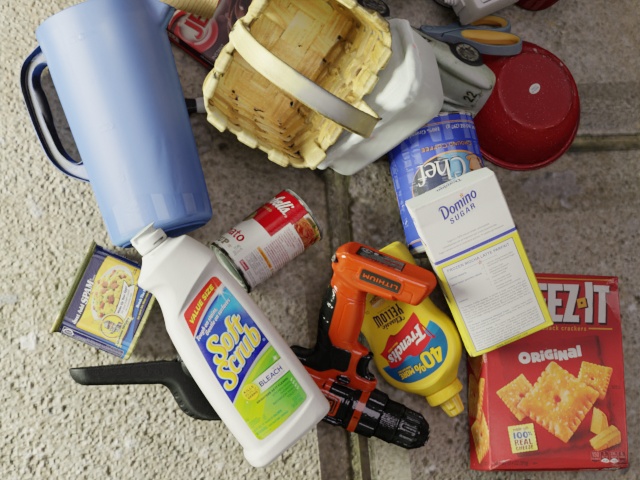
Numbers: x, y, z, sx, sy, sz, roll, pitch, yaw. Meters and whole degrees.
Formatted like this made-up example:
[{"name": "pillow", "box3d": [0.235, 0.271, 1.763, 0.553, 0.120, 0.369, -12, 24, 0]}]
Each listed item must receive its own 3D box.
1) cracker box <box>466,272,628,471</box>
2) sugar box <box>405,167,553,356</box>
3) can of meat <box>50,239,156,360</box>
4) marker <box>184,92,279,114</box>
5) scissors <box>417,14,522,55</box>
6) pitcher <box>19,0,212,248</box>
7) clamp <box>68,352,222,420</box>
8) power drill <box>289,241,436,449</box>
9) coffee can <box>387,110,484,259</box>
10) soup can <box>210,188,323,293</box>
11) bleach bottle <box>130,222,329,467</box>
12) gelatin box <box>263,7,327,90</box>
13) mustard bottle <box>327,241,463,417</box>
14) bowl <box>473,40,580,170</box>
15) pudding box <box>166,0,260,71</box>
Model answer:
[{"name": "cracker box", "box3d": [0.247, 0.144, 1.172, 0.164, 0.072, 0.214, 2, 79, -12]}, {"name": "sugar box", "box3d": [0.162, 0.022, 1.091, 0.093, 0.048, 0.176, -23, 103, 1]}, {"name": "can of meat", "box3d": [-0.217, 0.062, 1.092, 0.084, 0.057, 0.102, 24, 77, -10]}, {"name": "marker", "box3d": [-0.105, -0.151, 1.174, 0.121, 0.020, 0.020, -7, 82, -13]}, {"name": "scissors", "box3d": [0.136, -0.248, 1.240, 0.202, 0.016, 0.096, 13, 36, 12]}, {"name": "pitcher", "box3d": [-0.204, -0.117, 1.099, 0.144, 0.149, 0.243, -16, 87, -30]}, {"name": "clamp", "box3d": [-0.130, 0.110, 1.081, 0.209, 0.036, 0.164, 33, 73, -26]}, {"name": "power drill", "box3d": [0.051, 0.109, 1.094, 0.184, 0.057, 0.188, 22, 105, 4]}, {"name": "coffee can", "box3d": [0.132, -0.059, 1.167, 0.102, 0.103, 0.140, -10, 82, -14]}, {"name": "soup can", "box3d": [-0.057, 0.001, 1.132, 0.102, 0.069, 0.068, -37, 90, -15]}, {"name": "bleach bottle", "box3d": [-0.102, 0.094, 1.039, 0.102, 0.068, 0.251, -39, 100, -11]}, {"name": "gelatin box", "box3d": [-0.027, -0.214, 1.177, 0.073, 0.030, 0.089, -8, 114, -15]}, {"name": "mustard bottle", "box3d": [0.096, 0.104, 1.143, 0.096, 0.058, 0.191, -32, 90, 18]}, {"name": "bowl", "box3d": [0.238, -0.165, 1.234, 0.162, 0.055, 0.162, 2, 79, -12]}, {"name": "pudding box", "box3d": [-0.115, -0.252, 1.179, 0.090, 0.039, 0.113, 36, 75, -4]}]
